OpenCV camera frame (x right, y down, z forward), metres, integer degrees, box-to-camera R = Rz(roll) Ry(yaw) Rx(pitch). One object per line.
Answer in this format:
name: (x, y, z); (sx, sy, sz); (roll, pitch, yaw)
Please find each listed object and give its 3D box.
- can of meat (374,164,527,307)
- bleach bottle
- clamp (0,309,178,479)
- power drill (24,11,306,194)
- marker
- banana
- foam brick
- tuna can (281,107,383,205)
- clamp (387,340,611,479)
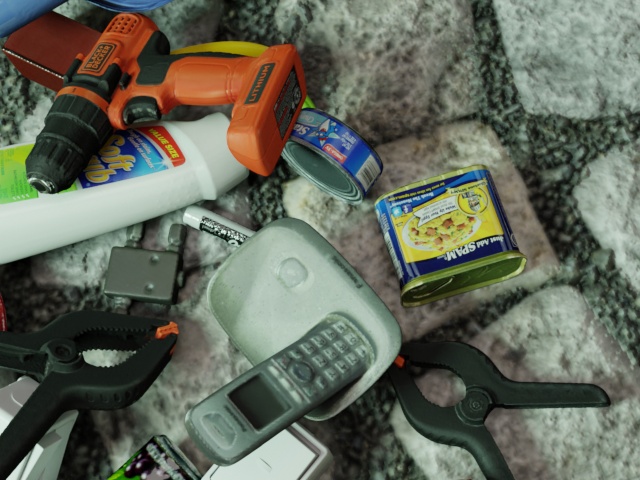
can of meat: (0.100, -0.004, 0.842); (0.102, 0.057, 0.084); (-17, 70, -1)
bleach bottle: (-0.162, -0.058, 0.875); (0.250, 0.068, 0.102); (-16, 49, -6)
clamp: (-0.203, 0.090, 0.793); (0.209, 0.036, 0.165); (-19, 51, -43)
power drill: (-0.117, -0.100, 0.821); (0.188, 0.057, 0.184); (10, 56, 19)
marker: (-0.056, 0.001, 0.872); (0.121, 0.020, 0.020); (24, 76, 12)
banana: (-0.102, -0.135, 0.909); (0.198, 0.037, 0.069); (-4, 71, 4)
foam brick: (-0.222, -0.159, 0.920); (0.078, 0.053, 0.051); (26, 77, 11)
tuna can: (0.008, -0.068, 0.854); (0.086, 0.086, 0.033); (33, 77, 13)
clamp: (0.119, 0.138, 0.805); (0.172, 0.039, 0.120); (20, 71, 17)
